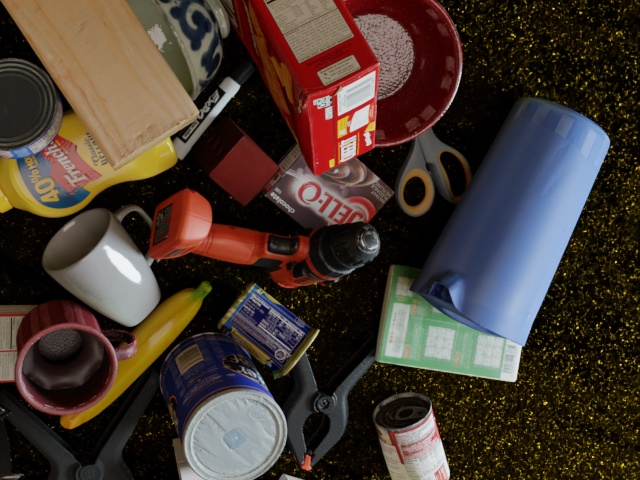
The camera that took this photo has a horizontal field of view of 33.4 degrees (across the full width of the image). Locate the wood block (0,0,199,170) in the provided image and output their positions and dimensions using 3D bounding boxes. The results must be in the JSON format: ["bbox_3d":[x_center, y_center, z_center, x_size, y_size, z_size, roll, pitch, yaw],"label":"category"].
[{"bbox_3d":[-0.199,-0.171,0.922,0.090,0.091,0.206,-33,96,-6],"label":"wood block"}]

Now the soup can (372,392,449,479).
[{"bbox_3d":[0.105,0.234,1.217,0.068,0.068,0.102,-22,115,-10],"label":"soup can"}]

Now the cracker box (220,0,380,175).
[{"bbox_3d":[-0.029,-0.183,0.915,0.072,0.164,0.214,-27,73,-7],"label":"cracker box"}]

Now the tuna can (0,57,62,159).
[{"bbox_3d":[-0.275,-0.117,0.952,0.086,0.034,0.086,0,78,-1],"label":"tuna can"}]

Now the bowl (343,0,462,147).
[{"bbox_3d":[0.055,-0.176,1.049,0.162,0.055,0.162,-2,109,-6],"label":"bowl"}]

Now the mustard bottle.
[{"bbox_3d":[-0.238,-0.076,0.996,0.191,0.058,0.096,-26,107,-7],"label":"mustard bottle"}]

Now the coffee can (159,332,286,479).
[{"bbox_3d":[-0.102,0.168,1.084,0.102,0.140,0.103,-6,111,-16],"label":"coffee can"}]

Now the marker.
[{"bbox_3d":[-0.104,-0.131,1.042,0.020,0.020,0.121,38,94,-26],"label":"marker"}]

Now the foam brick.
[{"bbox_3d":[-0.083,-0.077,1.037,0.053,0.078,0.051,-47,118,2],"label":"foam brick"}]

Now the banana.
[{"bbox_3d":[-0.186,0.111,1.072,0.037,0.069,0.197,42,79,7],"label":"banana"}]

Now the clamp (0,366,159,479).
[{"bbox_3d":[-0.255,0.233,1.116,0.164,0.036,0.210,0,106,-18],"label":"clamp"}]

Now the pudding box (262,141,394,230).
[{"bbox_3d":[0.006,-0.052,1.096,0.113,0.039,0.090,40,94,-26],"label":"pudding box"}]

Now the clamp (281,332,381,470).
[{"bbox_3d":[-0.009,0.166,1.172,0.120,0.039,0.171,20,95,-17],"label":"clamp"}]

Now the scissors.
[{"bbox_3d":[0.091,-0.107,1.117,0.096,0.016,0.201,-38,116,-2],"label":"scissors"}]

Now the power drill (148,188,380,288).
[{"bbox_3d":[-0.057,0.001,1.017,0.187,0.185,0.057,15,72,-24],"label":"power drill"}]

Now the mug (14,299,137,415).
[{"bbox_3d":[-0.234,0.104,1.017,0.117,0.082,0.093,-11,111,-16],"label":"mug"}]

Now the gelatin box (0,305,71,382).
[{"bbox_3d":[-0.293,0.102,1.059,0.089,0.030,0.073,0,108,-20],"label":"gelatin box"}]

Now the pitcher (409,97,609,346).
[{"bbox_3d":[0.207,-0.019,1.124,0.145,0.149,0.243,27,90,-9],"label":"pitcher"}]

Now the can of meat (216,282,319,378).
[{"bbox_3d":[-0.056,0.091,1.082,0.084,0.102,0.057,38,77,-1],"label":"can of meat"}]
